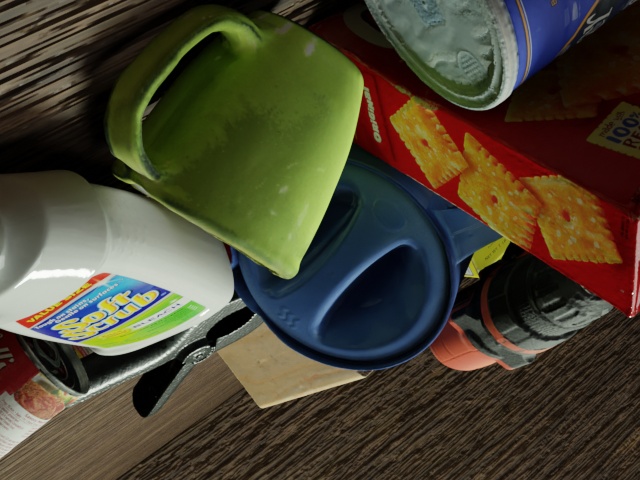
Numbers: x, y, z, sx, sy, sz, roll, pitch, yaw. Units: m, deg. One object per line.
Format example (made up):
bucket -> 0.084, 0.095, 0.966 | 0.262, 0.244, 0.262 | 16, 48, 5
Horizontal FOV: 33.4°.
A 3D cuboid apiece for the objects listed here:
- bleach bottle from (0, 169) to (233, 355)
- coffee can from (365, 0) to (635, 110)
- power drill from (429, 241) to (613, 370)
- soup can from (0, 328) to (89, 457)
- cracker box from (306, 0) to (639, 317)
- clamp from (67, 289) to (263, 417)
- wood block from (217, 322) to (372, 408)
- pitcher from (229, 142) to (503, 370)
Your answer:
bleach bottle -> -0.121, 0.012, 0.502 | 0.102, 0.068, 0.250 | -22, 170, 9
coffee can -> 0.096, -0.136, 0.456 | 0.140, 0.103, 0.103 | -36, 173, -13
power drill -> 0.146, -0.011, 0.618 | 0.187, 0.057, 0.185 | -51, -176, -22
soup can -> -0.198, 0.094, 0.631 | 0.102, 0.068, 0.068 | -37, 173, 3
cracker box -> 0.122, -0.080, 0.526 | 0.164, 0.214, 0.072 | -35, 139, -22
clamp -> -0.096, 0.064, 0.695 | 0.172, 0.039, 0.120 | -42, 161, 19
wood block -> -0.006, 0.066, 0.873 | 0.090, 0.090, 0.206 | -39, -176, -28
pitcher -> 0.060, -0.036, 0.675 | 0.242, 0.149, 0.145 | -50, 163, -55
